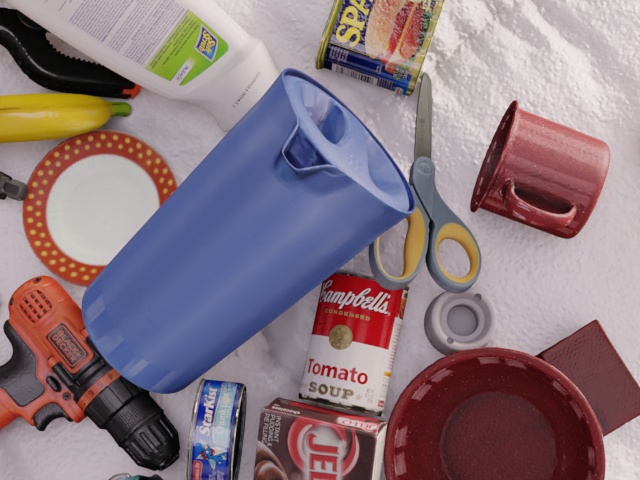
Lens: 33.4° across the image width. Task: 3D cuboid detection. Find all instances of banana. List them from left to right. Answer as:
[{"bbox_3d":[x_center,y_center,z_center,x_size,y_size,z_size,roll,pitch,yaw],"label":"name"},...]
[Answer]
[{"bbox_3d":[-0.256,-0.095,0.859,0.198,0.069,0.037,-3,85,1],"label":"banana"}]

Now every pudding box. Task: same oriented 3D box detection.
[{"bbox_3d":[-0.003,0.181,0.796,0.090,0.039,0.113,10,103,18],"label":"pudding box"}]

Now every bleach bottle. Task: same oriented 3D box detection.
[{"bbox_3d":[-0.130,-0.159,0.841,0.250,0.068,0.103,37,104,-15],"label":"bleach bottle"}]

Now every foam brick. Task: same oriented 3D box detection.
[{"bbox_3d":[0.206,0.108,0.817,0.053,0.051,0.078,-30,81,-2],"label":"foam brick"}]

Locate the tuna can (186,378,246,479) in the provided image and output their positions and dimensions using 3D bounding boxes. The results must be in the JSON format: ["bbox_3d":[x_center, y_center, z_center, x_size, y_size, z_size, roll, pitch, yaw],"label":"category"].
[{"bbox_3d":[-0.077,0.148,0.805,0.034,0.086,0.086,6,81,1],"label":"tuna can"}]

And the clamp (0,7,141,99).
[{"bbox_3d":[-0.232,-0.192,0.875,0.210,0.036,0.164,27,64,-9],"label":"clamp"}]

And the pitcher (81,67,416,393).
[{"bbox_3d":[-0.055,0.001,0.786,0.243,0.149,0.145,-42,38,19],"label":"pitcher"}]

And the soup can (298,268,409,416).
[{"bbox_3d":[0.025,0.078,0.821,0.068,0.068,0.102,12,82,4],"label":"soup can"}]

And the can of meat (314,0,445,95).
[{"bbox_3d":[0.051,-0.176,0.866,0.084,0.057,0.102,19,83,2],"label":"can of meat"}]

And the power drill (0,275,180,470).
[{"bbox_3d":[-0.225,0.148,0.827,0.187,0.057,0.184,-40,78,-7],"label":"power drill"}]

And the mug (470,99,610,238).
[{"bbox_3d":[0.169,-0.046,0.816,0.081,0.117,0.093,21,121,0],"label":"mug"}]

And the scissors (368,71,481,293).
[{"bbox_3d":[0.095,-0.040,0.836,0.096,0.016,0.201,25,59,-4],"label":"scissors"}]

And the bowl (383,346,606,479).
[{"bbox_3d":[0.131,0.160,0.800,0.162,0.055,0.162,-1,86,14],"label":"bowl"}]
